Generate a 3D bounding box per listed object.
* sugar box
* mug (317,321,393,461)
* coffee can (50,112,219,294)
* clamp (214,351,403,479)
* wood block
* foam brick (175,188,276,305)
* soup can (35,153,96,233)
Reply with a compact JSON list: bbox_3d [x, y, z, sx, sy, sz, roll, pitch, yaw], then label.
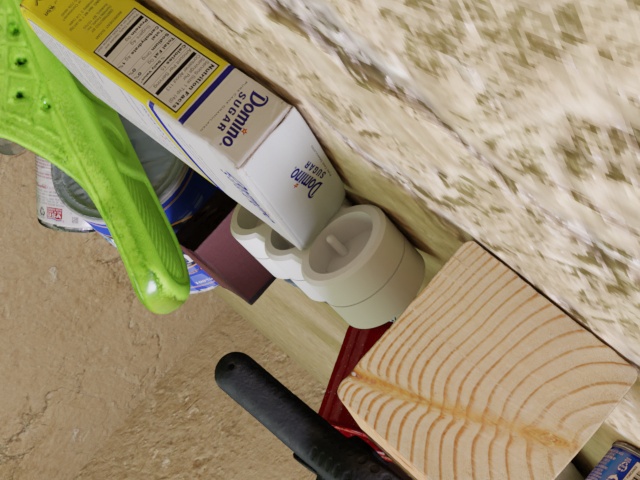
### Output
[{"bbox_3d":[-0.070,-0.072,0.547,0.176,0.048,0.093,34,170,29],"label":"sugar box"},{"bbox_3d":[0.049,0.103,0.736,0.093,0.081,0.117,22,164,-8],"label":"mug"},{"bbox_3d":[-0.115,-0.033,0.771,0.103,0.103,0.140,38,172,27],"label":"coffee can"},{"bbox_3d":[0.009,0.123,0.596,0.120,0.039,0.172,43,168,-38],"label":"clamp"},{"bbox_3d":[0.077,0.085,0.530,0.091,0.090,0.206,41,173,14],"label":"wood block"},{"bbox_3d":[-0.055,0.001,0.688,0.051,0.053,0.078,44,171,-18],"label":"foam brick"},{"bbox_3d":[-0.184,-0.064,0.820,0.068,0.102,0.068,4,-162,-1],"label":"soup can"}]
